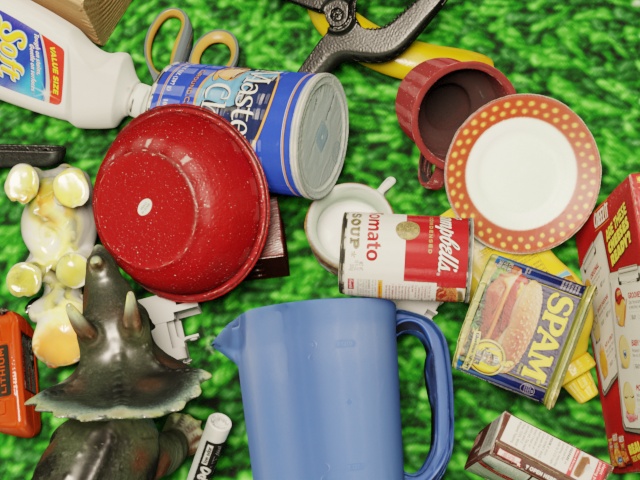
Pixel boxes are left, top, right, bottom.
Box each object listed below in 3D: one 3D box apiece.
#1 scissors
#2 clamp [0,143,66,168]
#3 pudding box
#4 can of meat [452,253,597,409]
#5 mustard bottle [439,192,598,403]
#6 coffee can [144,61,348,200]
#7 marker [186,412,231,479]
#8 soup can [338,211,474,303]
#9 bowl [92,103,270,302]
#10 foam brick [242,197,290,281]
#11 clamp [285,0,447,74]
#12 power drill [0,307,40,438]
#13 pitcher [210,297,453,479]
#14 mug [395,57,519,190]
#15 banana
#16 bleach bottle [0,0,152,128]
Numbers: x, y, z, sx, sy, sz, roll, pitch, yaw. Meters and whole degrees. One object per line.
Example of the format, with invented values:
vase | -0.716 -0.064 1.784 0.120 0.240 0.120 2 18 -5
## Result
scissors | -0.125 -0.116 0.962 0.096 0.016 0.202 2 76 1
clamp | -0.309 -0.077 0.927 0.172 0.039 0.120 -38 96 15
pudding box | 0.166 0.177 0.833 0.090 0.113 0.039 26 74 6
can of meat | 0.158 0.069 0.834 0.084 0.057 0.102 21 91 17
mustard bottle | 0.171 0.050 0.894 0.096 0.058 0.192 -29 77 -12
coffee can | -0.060 -0.093 0.887 0.140 0.102 0.103 9 75 23
marker | -0.095 0.184 0.843 0.020 0.121 0.020 15 34 -10
soup can | 0.067 0.013 0.842 0.102 0.068 0.068 4 75 5
bowl | -0.123 -0.026 0.837 0.162 0.055 0.162 3 98 24
foam brick | -0.056 0.001 0.900 0.053 0.078 0.051 -8 76 0
clamp | 0.010 -0.202 0.932 0.210 0.036 0.164 -22 88 15
power drill | -0.329 0.136 0.877 0.187 0.057 0.184 -7 75 -1
pitcher | 0.016 0.167 0.834 0.149 0.144 0.243 -14 77 35
mug | 0.109 -0.100 0.914 0.093 0.081 0.117 11 104 -14
banana | 0.059 -0.185 0.967 0.198 0.037 0.069 33 80 8
bleach bottle | -0.258 -0.170 0.944 0.251 0.068 0.102 21 100 5
